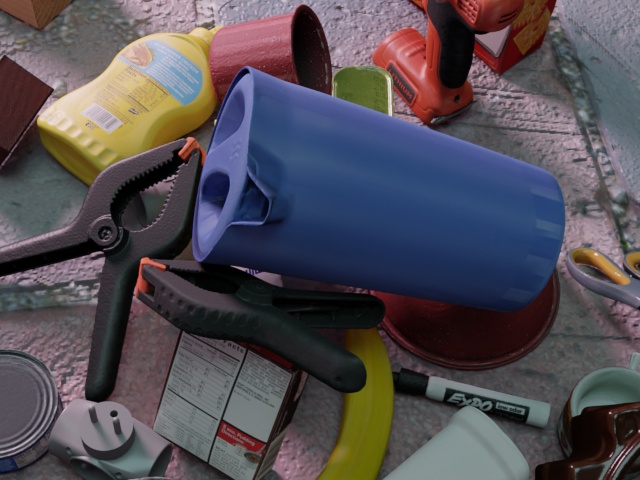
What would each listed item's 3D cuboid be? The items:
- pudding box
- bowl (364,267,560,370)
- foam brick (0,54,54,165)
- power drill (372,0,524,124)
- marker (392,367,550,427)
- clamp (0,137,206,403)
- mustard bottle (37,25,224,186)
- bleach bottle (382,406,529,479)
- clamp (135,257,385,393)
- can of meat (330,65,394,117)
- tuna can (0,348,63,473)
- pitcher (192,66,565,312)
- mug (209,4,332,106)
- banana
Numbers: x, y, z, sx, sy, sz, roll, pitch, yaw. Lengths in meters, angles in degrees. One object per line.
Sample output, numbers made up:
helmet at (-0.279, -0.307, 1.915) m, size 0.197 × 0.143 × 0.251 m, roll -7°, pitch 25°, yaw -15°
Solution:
pudding box at (-0.063, 0.107, 0.749) m, size 0.090 × 0.114 × 0.039 m, roll 28°, pitch 28°, yaw 15°
bowl at (0.117, 0.019, 0.850) m, size 0.162 × 0.055 × 0.162 m, roll 2°, pitch 57°, yaw -3°
foam brick at (-0.271, -0.105, 0.898) m, size 0.051 × 0.053 × 0.078 m, roll 36°, pitch 57°, yaw -18°
power drill at (0.090, -0.204, 0.913) m, size 0.057 × 0.188 × 0.184 m, roll -26°, pitch 64°, yaw -17°
marker at (0.112, 0.118, 0.807) m, size 0.121 × 0.020 × 0.020 m, roll 14°, pitch 57°, yaw 6°
clamp at (-0.171, -0.001, 0.830) m, size 0.165 × 0.036 × 0.210 m, roll 32°, pitch 80°, yaw 18°
mustard bottle at (-0.145, -0.127, 0.926) m, size 0.096 × 0.058 × 0.191 m, roll 35°, pitch 62°, yaw 16°
bleach bottle at (0.019, 0.213, 0.690) m, size 0.250 × 0.102 × 0.068 m, roll -31°, pitch 61°, yaw -22°
clamp at (-0.039, 0.051, 0.693) m, size 0.171 × 0.039 × 0.120 m, roll 10°, pitch 15°, yaw -3°
can of meat at (0.032, -0.083, 0.893) m, size 0.057 × 0.084 × 0.102 m, roll 2°, pitch 57°, yaw -3°
tuna can at (-0.231, 0.124, 0.774) m, size 0.086 × 0.034 × 0.086 m, roll 1°, pitch 57°, yaw -2°
pitcher at (0.038, -0.030, 0.747) m, size 0.242 × 0.145 × 0.149 m, roll 14°, pitch 61°, yaw -17°
mug at (-0.040, -0.153, 0.931) m, size 0.082 × 0.093 × 0.117 m, roll -6°, pitch 12°, yaw 21°
banana at (0.017, 0.141, 0.768) m, size 0.069 × 0.037 × 0.197 m, roll 36°, pitch 55°, yaw -10°
